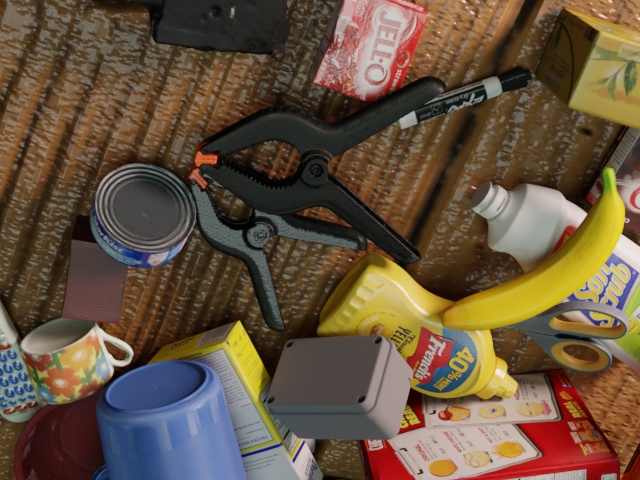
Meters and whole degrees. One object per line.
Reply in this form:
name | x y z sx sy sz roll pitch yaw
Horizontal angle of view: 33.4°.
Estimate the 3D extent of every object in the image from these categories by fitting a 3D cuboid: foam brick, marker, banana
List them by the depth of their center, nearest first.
marker | 0.124 -0.124 0.923 0.121 0.020 0.020 -19 114 2
banana | 0.195 0.023 0.924 0.069 0.037 0.198 44 102 -8
foam brick | -0.196 0.026 0.939 0.053 0.051 0.078 9 113 -11

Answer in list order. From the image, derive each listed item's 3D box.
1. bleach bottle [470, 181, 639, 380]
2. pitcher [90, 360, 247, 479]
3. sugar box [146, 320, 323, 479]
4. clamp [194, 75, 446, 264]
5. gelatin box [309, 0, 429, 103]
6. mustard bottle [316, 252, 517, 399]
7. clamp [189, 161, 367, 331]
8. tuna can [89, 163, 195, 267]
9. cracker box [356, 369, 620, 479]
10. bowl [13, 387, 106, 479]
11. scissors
bleach bottle | 0.238 0.030 0.981 0.250 0.068 0.103 32 107 -16
pitcher | -0.130 0.233 0.944 0.149 0.145 0.243 -15 111 -15
sugar box | -0.078 0.168 0.991 0.093 0.048 0.176 -19 108 26
clamp | 0.000 -0.055 0.902 0.210 0.036 0.164 -2 110 -3
gelatin box | 0.040 -0.163 0.891 0.073 0.030 0.089 17 112 -14
mustard bottle | 0.099 0.094 0.983 0.191 0.058 0.096 30 120 -11
clamp | -0.056 0.001 0.947 0.171 0.039 0.120 34 94 -13
tuna can | -0.151 -0.021 0.904 0.086 0.086 0.034 17 147 -13
cracker box | 0.147 0.197 0.989 0.213 0.164 0.072 -7 112 -3
bowl | -0.205 0.197 1.012 0.162 0.055 0.162 -2 114 -5
scissors | 0.184 0.086 0.993 0.202 0.016 0.096 -1 132 24
